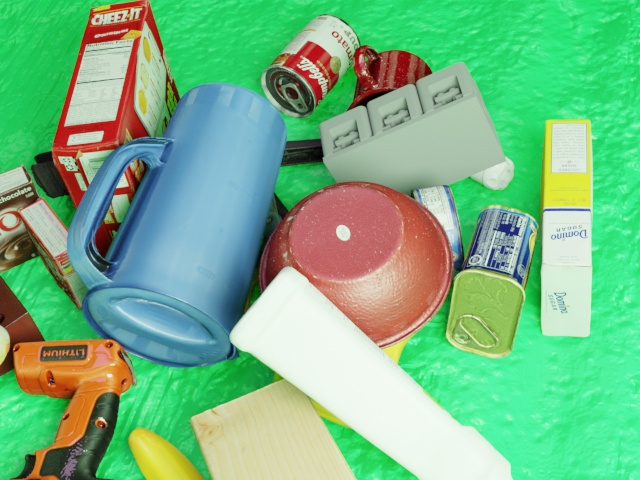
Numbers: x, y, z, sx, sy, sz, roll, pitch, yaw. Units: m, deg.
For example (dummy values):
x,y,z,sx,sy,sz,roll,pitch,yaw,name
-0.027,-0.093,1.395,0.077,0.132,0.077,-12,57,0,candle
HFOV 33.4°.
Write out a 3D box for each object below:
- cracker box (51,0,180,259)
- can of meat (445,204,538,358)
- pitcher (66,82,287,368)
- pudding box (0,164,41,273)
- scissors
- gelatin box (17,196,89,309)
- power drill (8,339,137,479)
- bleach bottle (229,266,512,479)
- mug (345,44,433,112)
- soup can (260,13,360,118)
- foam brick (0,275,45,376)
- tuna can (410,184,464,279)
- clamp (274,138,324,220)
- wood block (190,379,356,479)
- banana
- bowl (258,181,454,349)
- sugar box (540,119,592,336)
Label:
x,y,z,sx,sy,sz,roll,pitch,yaw,name
-0.192,-0.105,1.047,0.072,0.164,0.213,-5,47,7,cracker box
0.145,0.033,0.890,0.057,0.102,0.083,14,48,12,can of meat
-0.115,-0.024,0.935,0.145,0.149,0.242,11,58,6,pitcher
-0.321,-0.012,1.039,0.113,0.090,0.039,-27,47,-14,pudding box
-0.057,0.001,0.998,0.096,0.016,0.202,-43,45,9,scissors
-0.248,0.012,1.012,0.030,0.073,0.089,-32,49,-18,gelatin box
-0.232,0.172,0.872,0.184,0.057,0.187,-2,50,5,power drill
0.051,0.122,0.774,0.251,0.102,0.068,40,91,-1,bleach bottle
0.067,-0.146,1.071,0.093,0.117,0.081,-23,35,28,mug
-0.009,-0.190,1.156,0.069,0.068,0.102,19,53,27,soup can
-0.297,0.075,0.978,0.053,0.051,0.078,-34,50,-19,foam brick
0.104,-0.006,0.946,0.034,0.086,0.086,-9,46,1,tuna can
-0.063,-0.084,1.089,0.172,0.039,0.120,29,53,25,clamp
-0.015,0.198,0.742,0.090,0.090,0.206,-22,31,-10,wood block
-0.096,0.220,0.794,0.037,0.069,0.198,-48,39,22,banana
0.024,0.008,0.856,0.162,0.055,0.162,-5,57,8,bowl
0.212,-0.013,0.925,0.048,0.093,0.176,2,47,14,sugar box
